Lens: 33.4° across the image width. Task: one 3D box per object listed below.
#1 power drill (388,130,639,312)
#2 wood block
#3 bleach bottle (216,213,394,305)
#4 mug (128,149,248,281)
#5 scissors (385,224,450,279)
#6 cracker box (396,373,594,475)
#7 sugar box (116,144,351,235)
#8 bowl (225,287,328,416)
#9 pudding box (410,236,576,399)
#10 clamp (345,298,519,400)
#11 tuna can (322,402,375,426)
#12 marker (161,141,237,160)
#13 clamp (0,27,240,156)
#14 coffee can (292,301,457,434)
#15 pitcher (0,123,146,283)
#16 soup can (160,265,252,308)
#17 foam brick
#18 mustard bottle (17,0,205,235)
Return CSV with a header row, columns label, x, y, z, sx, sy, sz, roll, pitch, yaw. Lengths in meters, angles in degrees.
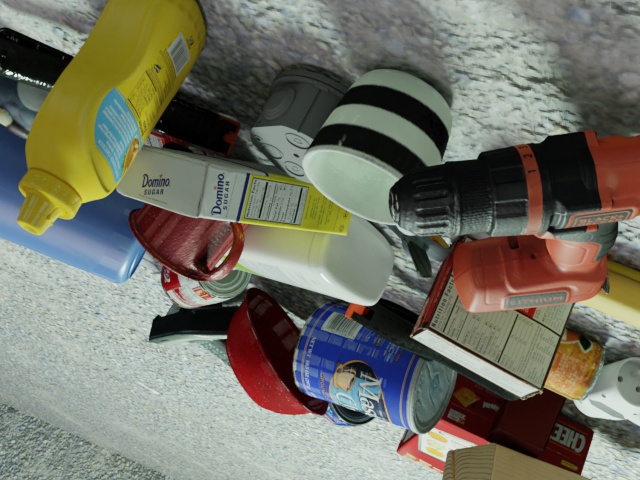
label,x,y,z,sx,sy,sz,roll,pitch,yaw
power drill,0.131,-0.006,0.674,0.184,0.057,0.188,-5,161,-1
wood block,0.227,0.280,1.067,0.205,0.090,0.090,23,156,-19
bleach bottle,-0.057,0.001,0.993,0.251,0.068,0.102,10,160,42
mug,-0.101,-0.017,0.922,0.093,0.082,0.117,22,-155,-45
scissors,0.055,-0.009,0.783,0.096,0.016,0.201,39,-170,9
cracker box,0.192,0.228,1.212,0.164,0.072,0.214,25,158,1
sugar box,-0.061,-0.038,0.818,0.093,0.048,0.175,17,-171,38
bowl,-0.057,0.134,1.179,0.162,0.055,0.162,54,-167,-19
pudding box,0.141,0.062,0.865,0.113,0.090,0.039,29,158,-6
clamp,0.107,0.095,0.976,0.171,0.039,0.120,22,-178,-22
tuna can,0.035,0.176,1.258,0.086,0.086,0.034,37,155,-24
marker,-0.090,-0.063,0.877,0.020,0.020,0.120,14,-178,31
clamp,-0.161,-0.113,0.820,0.210,0.036,0.164,21,-171,-12
coffee can,0.057,0.129,1.100,0.140,0.102,0.102,15,156,29
pitcher,-0.280,-0.056,1.064,0.242,0.149,0.145,25,144,-4
soup can,-0.122,0.035,1.143,0.068,0.068,0.102,35,157,-19
foam brick,0.205,0.169,1.052,0.051,0.078,0.053,26,159,7
mustard bottle,-0.146,-0.087,0.719,0.058,0.191,0.096,22,158,13
